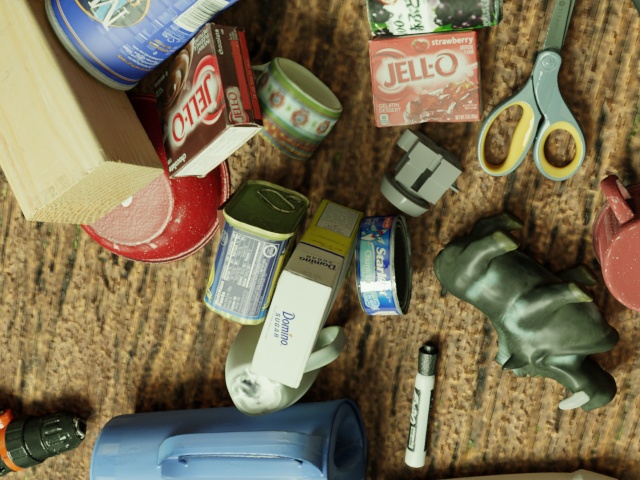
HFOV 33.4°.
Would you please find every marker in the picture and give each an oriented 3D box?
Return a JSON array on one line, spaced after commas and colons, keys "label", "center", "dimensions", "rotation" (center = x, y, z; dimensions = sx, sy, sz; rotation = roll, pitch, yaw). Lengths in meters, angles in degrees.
[{"label": "marker", "center": [0.093, 0.150, 0.973], "dimensions": [0.020, 0.020, 0.121], "rotation": [9, 109, 10]}]

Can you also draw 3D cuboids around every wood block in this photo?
[{"label": "wood block", "center": [-0.226, -0.124, 0.880], "dimensions": [0.090, 0.090, 0.206], "rotation": [-33, 76, 19]}]

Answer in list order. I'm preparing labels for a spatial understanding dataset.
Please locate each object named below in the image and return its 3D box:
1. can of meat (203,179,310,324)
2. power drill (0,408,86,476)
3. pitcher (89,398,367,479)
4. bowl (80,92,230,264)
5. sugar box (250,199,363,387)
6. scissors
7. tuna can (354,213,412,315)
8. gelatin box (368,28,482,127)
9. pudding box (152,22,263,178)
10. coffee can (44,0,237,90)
[{"label": "can of meat", "center": [-0.052, 0.009, 0.860], "dimensions": [0.057, 0.102, 0.084], "rotation": [19, 113, 3]}, {"label": "power drill", "center": [-0.339, 0.146, 1.050], "dimensions": [0.185, 0.057, 0.187], "rotation": [-18, 103, 18]}, {"label": "pitcher", "center": [-0.086, 0.208, 0.971], "dimensions": [0.243, 0.144, 0.149], "rotation": [-3, 110, 17]}, {"label": "bowl", "center": [-0.165, -0.047, 0.948], "dimensions": [0.162, 0.055, 0.162], "rotation": [4, 109, 11]}, {"label": "sugar box", "center": [-0.009, 0.038, 0.874], "dimensions": [0.048, 0.176, 0.093], "rotation": [21, 111, 5]}, {"label": "scissors", "center": [0.195, -0.128, 0.847], "dimensions": [0.096, 0.016, 0.202], "rotation": [27, 120, -3]}, {"label": "tuna can", "center": [0.054, 0.021, 0.904], "dimensions": [0.034, 0.086, 0.086], "rotation": [-2, 107, 15]}, {"label": "gelatin box", "center": [0.086, -0.133, 0.875], "dimensions": [0.089, 0.030, 0.073], "rotation": [-2, 107, 13]}, {"label": "pudding box", "center": [-0.094, -0.112, 0.875], "dimensions": [0.114, 0.039, 0.090], "rotation": [-33, 63, 54]}, {"label": "coffee can", "center": [-0.137, -0.203, 0.863], "dimensions": [0.140, 0.102, 0.103], "rotation": [-34, 98, 20]}]
